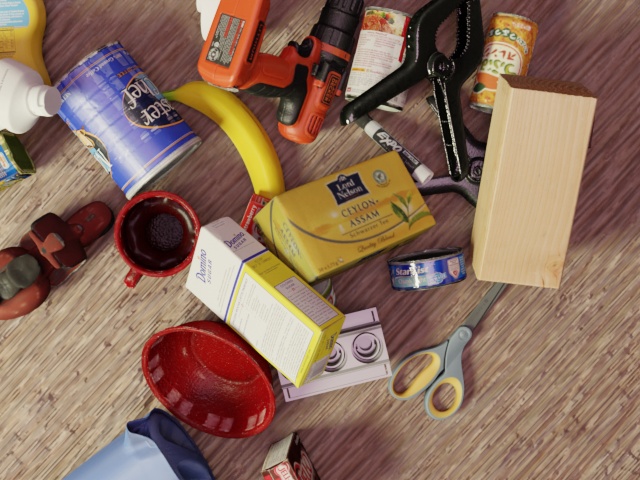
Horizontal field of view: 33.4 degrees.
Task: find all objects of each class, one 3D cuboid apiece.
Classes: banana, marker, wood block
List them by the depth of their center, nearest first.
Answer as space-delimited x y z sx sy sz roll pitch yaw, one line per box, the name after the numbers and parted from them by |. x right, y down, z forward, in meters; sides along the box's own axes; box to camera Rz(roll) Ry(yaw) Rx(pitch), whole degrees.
0.222 -0.064 1.133 0.091 0.090 0.206 6 109 -1 | wood block
0.076 -0.107 1.186 0.020 0.020 0.121 -46 73 1 | marker
-0.093 -0.111 1.194 0.070 0.037 0.198 -41 92 24 | banana

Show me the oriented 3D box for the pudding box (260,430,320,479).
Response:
-0.026 0.270 1.178 0.039 0.113 0.090 -26 94 3 | pudding box

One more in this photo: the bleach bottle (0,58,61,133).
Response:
-0.382 -0.142 1.113 0.251 0.068 0.102 6 78 24 | bleach bottle

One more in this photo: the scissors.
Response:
0.169 0.127 1.223 0.202 0.016 0.096 -37 95 1 | scissors

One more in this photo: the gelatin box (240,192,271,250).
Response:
-0.058 0.002 1.188 0.073 0.030 0.089 22 115 -4 | gelatin box

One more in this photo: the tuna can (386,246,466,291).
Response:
0.118 0.031 1.181 0.086 0.086 0.034 -10 95 -1 | tuna can

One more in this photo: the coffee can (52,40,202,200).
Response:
-0.212 -0.129 1.154 0.103 0.103 0.140 -39 94 1 | coffee can

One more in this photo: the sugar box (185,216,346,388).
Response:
-0.060 0.062 1.106 0.176 0.048 0.093 42 134 24 | sugar box

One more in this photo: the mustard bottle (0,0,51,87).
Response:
-0.348 -0.231 1.166 0.096 0.058 0.191 -3 94 9 | mustard bottle

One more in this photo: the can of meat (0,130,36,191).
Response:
-0.362 -0.076 1.155 0.084 0.102 0.057 -28 95 -2 | can of meat

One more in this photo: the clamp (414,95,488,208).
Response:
0.165 -0.072 1.201 0.171 0.039 0.120 31 102 1 | clamp

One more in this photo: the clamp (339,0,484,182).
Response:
0.113 -0.183 1.140 0.164 0.036 0.210 16 88 -26 | clamp

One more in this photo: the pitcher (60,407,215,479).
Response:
-0.233 0.310 1.177 0.243 0.145 0.149 -35 82 4 | pitcher

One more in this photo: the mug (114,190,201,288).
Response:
-0.180 0.001 1.173 0.093 0.081 0.117 29 92 -3 | mug

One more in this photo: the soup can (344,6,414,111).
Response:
0.070 -0.198 1.175 0.068 0.068 0.102 13 93 -2 | soup can

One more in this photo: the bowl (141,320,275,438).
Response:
-0.114 0.142 1.175 0.162 0.055 0.162 14 130 16 | bowl

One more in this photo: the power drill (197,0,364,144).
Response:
-0.034 -0.205 1.121 0.057 0.187 0.184 21 94 36 | power drill
